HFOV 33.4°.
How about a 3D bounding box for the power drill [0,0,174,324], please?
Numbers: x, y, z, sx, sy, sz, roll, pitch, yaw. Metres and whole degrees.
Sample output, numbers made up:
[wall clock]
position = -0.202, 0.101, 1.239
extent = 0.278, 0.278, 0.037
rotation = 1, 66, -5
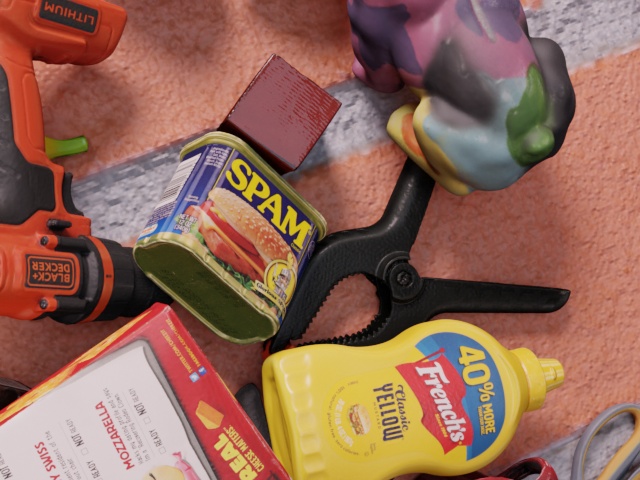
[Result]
[power drill]
position = -0.149, -0.046, 0.610
extent = 0.184, 0.057, 0.187
rotation = 8, 78, -56

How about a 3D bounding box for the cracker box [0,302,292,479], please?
[cracker box]
position = -0.122, 0.158, 0.546
extent = 0.213, 0.072, 0.164
rotation = -35, 96, -11

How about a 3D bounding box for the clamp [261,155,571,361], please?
[clamp]
position = 0.058, 0.029, 0.701
extent = 0.210, 0.036, 0.164
rotation = -40, 99, -12

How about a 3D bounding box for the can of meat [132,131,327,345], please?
[can of meat]
position = -0.054, 0.001, 0.640
extent = 0.102, 0.058, 0.084
rotation = 43, 50, -26

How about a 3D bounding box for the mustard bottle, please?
[mustard bottle]
position = 0.065, 0.100, 0.661
extent = 0.191, 0.058, 0.096
rotation = -9, 83, -19

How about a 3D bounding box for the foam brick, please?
[foam brick]
position = -0.028, -0.075, 0.663
extent = 0.053, 0.078, 0.051
rotation = 37, 83, -9
